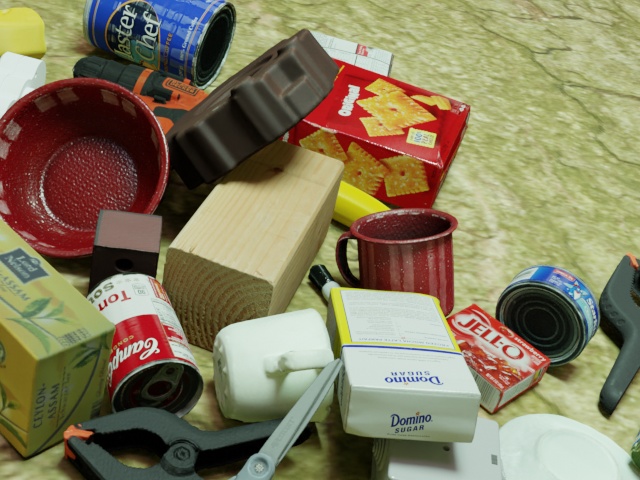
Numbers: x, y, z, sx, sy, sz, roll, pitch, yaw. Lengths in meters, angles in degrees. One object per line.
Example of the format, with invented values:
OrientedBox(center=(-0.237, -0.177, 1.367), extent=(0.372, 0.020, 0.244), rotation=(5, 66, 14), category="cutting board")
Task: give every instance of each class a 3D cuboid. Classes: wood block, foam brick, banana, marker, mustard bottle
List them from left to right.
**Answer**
OrientedBox(center=(-0.387, -0.205, 1.092), extent=(0.191, 0.058, 0.096), rotation=(-11, 21, -31), category="mustard bottle")
OrientedBox(center=(-0.158, 0.022, 0.859), extent=(0.053, 0.078, 0.051), rotation=(7, 36, -10), category="foam brick")
OrientedBox(center=(-0.056, 0.001, 0.918), extent=(0.091, 0.090, 0.205), rotation=(20, 35, 7), category="wood block")
OrientedBox(center=(0.002, -0.041, 1.039), extent=(0.198, 0.037, 0.069), rotation=(24, 23, 4), category="banana")
OrientedBox(center=(0.023, 0.061, 0.926), extent=(0.020, 0.020, 0.121), rotation=(-9, 41, -31), category="marker")

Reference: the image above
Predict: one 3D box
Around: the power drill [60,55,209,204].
OrientedBox(center=(-0.187, -0.115, 1.055), extent=(0.184, 0.057, 0.187), rotation=(19, 35, 4), category="power drill")

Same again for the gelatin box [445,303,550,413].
OrientedBox(center=(0.139, 0.098, 0.911), extent=(0.073, 0.030, 0.089), rotation=(-22, 49, -42), category="gelatin box")

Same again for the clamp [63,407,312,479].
OrientedBox(center=(-0.088, 0.151, 0.738), extent=(0.171, 0.039, 0.120), rotation=(21, 38, 5), category="clamp")

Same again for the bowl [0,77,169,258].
OrientedBox(center=(-0.207, -0.057, 0.927), extent=(0.162, 0.055, 0.162), rotation=(-1, 76, 3), category="bowl")

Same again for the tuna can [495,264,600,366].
OrientedBox(center=(0.197, 0.066, 0.930), extent=(0.086, 0.086, 0.033), rotation=(30, 39, 19), category="tuna can")

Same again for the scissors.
OrientedBox(center=(-0.061, 0.151, 0.699), extent=(0.096, 0.016, 0.201), rotation=(18, 60, 7), category="scissors")

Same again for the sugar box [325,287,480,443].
OrientedBox(center=(0.056, 0.090, 0.804), extent=(0.093, 0.048, 0.176), rotation=(5, 21, -5), category="sugar box")

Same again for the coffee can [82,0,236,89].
OrientedBox(center=(-0.179, -0.241, 1.194), extent=(0.140, 0.103, 0.102), rotation=(23, 35, 10), category="coffee can")

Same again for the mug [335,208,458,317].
OrientedBox(center=(0.064, 0.023, 0.930), extent=(0.117, 0.081, 0.093), rotation=(7, 22, 31), category="mug")

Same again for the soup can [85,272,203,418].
OrientedBox(center=(-0.134, 0.080, 0.793), extent=(0.068, 0.069, 0.102), rotation=(-3, 39, -26), category="soup can")

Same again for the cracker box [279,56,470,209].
OrientedBox(center=(0.042, -0.124, 1.145), extent=(0.214, 0.072, 0.164), rotation=(21, 34, 8), category="cracker box")

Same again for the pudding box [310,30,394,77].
OrientedBox(center=(0.029, -0.207, 1.286), extent=(0.113, 0.039, 0.090), rotation=(14, 35, 0), category="pudding box")
